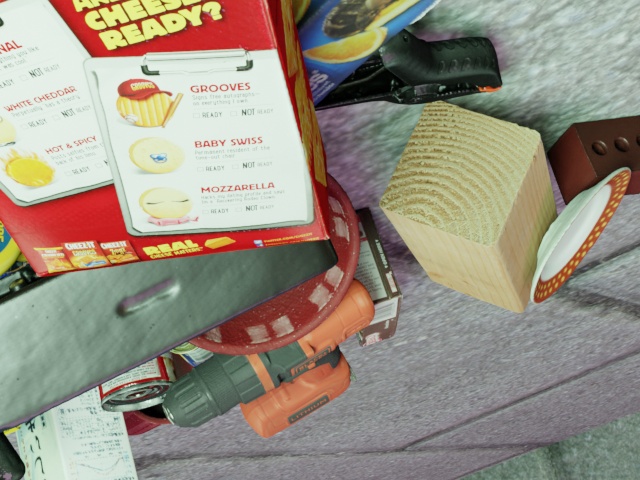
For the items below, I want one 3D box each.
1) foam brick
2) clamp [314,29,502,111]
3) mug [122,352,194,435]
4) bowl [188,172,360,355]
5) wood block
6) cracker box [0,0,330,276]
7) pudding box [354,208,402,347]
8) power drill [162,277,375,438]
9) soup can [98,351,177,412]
[{"bbox_3d":[0.240,-0.068,0.894,0.078,0.053,0.051,-10,158,-20],"label":"foam brick"},{"bbox_3d":[0.058,-0.106,0.655,0.171,0.039,0.120,-12,-177,-33],"label":"clamp"},{"bbox_3d":[-0.191,0.145,1.081,0.117,0.093,0.082,30,144,-21],"label":"mug"},{"bbox_3d":[-0.055,0.001,0.780,0.162,0.055,0.162,-6,115,-13],"label":"bowl"},{"bbox_3d":[0.124,-0.019,0.833,0.090,0.091,0.206,21,170,21],"label":"wood block"},{"bbox_3d":[-0.091,-0.076,0.503,0.164,0.072,0.213,-7,144,6],"label":"cracker box"},{"bbox_3d":[0.039,0.035,0.952,0.039,0.090,0.113,-16,158,-8],"label":"pudding box"},{"bbox_3d":[-0.038,0.113,0.896,0.184,0.057,0.187,-29,162,-9],"label":"power drill"},{"bbox_3d":[-0.165,0.088,0.917,0.068,0.102,0.068,-14,159,-6],"label":"soup can"}]
